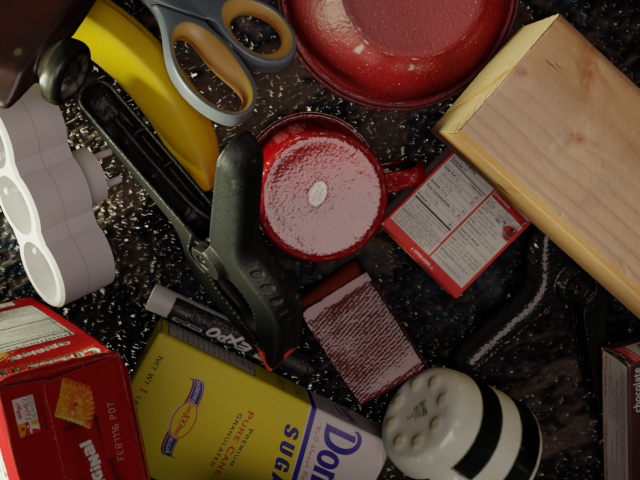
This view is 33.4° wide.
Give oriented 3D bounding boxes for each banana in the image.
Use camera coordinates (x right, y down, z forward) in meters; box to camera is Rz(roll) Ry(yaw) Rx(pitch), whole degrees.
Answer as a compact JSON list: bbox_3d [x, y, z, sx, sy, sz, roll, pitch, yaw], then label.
[{"bbox_3d":[-0.132,-0.110,0.669,0.197,0.037,0.070,34,113,-9],"label":"banana"}]

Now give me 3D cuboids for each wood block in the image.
[{"bbox_3d":[0.178,-0.031,0.649,0.206,0.091,0.090,41,92,-7],"label":"wood block"}]

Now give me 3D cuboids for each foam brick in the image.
[{"bbox_3d":[0.025,0.059,0.705,0.051,0.053,0.078,-33,101,0],"label":"foam brick"}]

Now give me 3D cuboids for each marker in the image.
[{"bbox_3d":[-0.058,0.062,0.714,0.121,0.020,0.020,26,97,-10],"label":"marker"}]

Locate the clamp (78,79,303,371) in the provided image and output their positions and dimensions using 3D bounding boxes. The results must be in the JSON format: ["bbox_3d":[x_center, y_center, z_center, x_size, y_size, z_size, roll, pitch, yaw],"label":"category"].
[{"bbox_3d":[-0.054,0.001,0.635,0.036,0.165,0.210,-41,122,-22],"label":"clamp"}]

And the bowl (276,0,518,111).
[{"bbox_3d":[0.053,-0.160,0.667,0.162,0.055,0.162,-1,101,-5],"label":"bowl"}]

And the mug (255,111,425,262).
[{"bbox_3d":[0.009,-0.034,0.671,0.117,0.081,0.093,-6,101,-5],"label":"mug"}]

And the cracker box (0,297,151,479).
[{"bbox_3d":[-0.155,0.129,0.616,0.072,0.214,0.164,-15,101,-25],"label":"cracker box"}]

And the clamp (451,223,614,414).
[{"bbox_3d":[0.176,0.037,0.725,0.120,0.039,0.171,24,100,-21],"label":"clamp"}]

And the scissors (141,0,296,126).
[{"bbox_3d":[-0.090,-0.163,0.665,0.096,0.016,0.202,-30,83,-27],"label":"scissors"}]

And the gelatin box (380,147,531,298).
[{"bbox_3d":[0.093,-0.019,0.710,0.073,0.030,0.089,44,93,-10],"label":"gelatin box"}]

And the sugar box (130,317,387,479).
[{"bbox_3d":[-0.049,0.133,0.714,0.176,0.048,0.093,27,96,-9],"label":"sugar box"}]
